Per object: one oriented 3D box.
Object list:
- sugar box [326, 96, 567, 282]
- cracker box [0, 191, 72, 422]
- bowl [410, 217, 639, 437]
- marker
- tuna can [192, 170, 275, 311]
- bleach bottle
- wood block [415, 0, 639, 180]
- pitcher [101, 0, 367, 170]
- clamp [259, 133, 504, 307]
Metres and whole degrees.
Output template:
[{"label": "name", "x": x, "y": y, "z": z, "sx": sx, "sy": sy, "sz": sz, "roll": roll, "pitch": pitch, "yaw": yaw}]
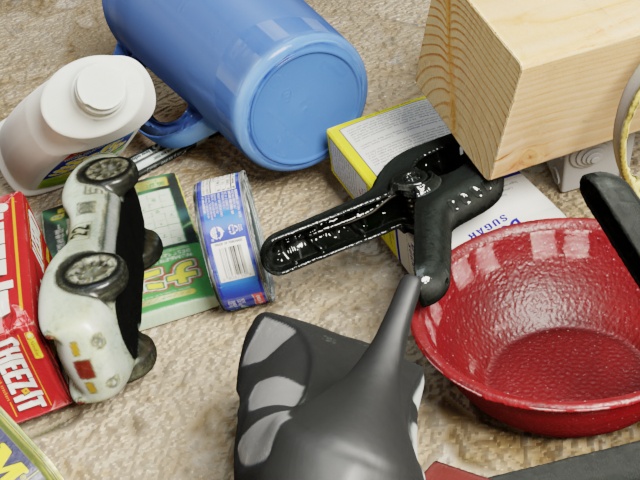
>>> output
[{"label": "sugar box", "x": 0.080, "y": -0.028, "z": 0.701, "sx": 0.093, "sy": 0.048, "sz": 0.176, "roll": -20, "pitch": 43, "yaw": -12}, {"label": "cracker box", "x": -0.271, "y": 0.062, "z": 0.651, "sx": 0.213, "sy": 0.072, "sz": 0.164, "roll": -19, "pitch": 35, "yaw": -7}, {"label": "bowl", "x": 0.130, "y": 0.053, "z": 0.567, "sx": 0.162, "sy": 0.055, "sz": 0.162, "roll": -8, "pitch": 33, "yaw": 5}, {"label": "marker", "x": -0.121, "y": -0.076, "z": 0.870, "sx": 0.121, "sy": 0.020, "sz": 0.020, "roll": -32, "pitch": 38, "yaw": -28}, {"label": "tuna can", "x": -0.054, "y": 0.001, "z": 0.675, "sx": 0.034, "sy": 0.086, "sz": 0.086, "roll": -13, "pitch": 33, "yaw": 1}, {"label": "bleach bottle", "x": -0.175, "y": -0.083, "z": 0.751, "sx": 0.102, "sy": 0.068, "sz": 0.251, "roll": -23, "pitch": 5, "yaw": -17}, {"label": "wood block", "x": 0.171, "y": -0.122, "z": 0.627, "sx": 0.205, "sy": 0.091, "sz": 0.090, "roll": -19, "pitch": 56, "yaw": -19}, {"label": "pitcher", "x": -0.074, "y": -0.145, "z": 0.826, "sx": 0.144, "sy": 0.149, "sz": 0.243, "roll": -14, "pitch": 38, "yaw": -25}, {"label": "clamp", "x": 0.061, "y": -0.017, "z": 0.617, "sx": 0.120, "sy": 0.039, "sz": 0.171, "roll": 23, "pitch": 48, "yaw": 40}]
